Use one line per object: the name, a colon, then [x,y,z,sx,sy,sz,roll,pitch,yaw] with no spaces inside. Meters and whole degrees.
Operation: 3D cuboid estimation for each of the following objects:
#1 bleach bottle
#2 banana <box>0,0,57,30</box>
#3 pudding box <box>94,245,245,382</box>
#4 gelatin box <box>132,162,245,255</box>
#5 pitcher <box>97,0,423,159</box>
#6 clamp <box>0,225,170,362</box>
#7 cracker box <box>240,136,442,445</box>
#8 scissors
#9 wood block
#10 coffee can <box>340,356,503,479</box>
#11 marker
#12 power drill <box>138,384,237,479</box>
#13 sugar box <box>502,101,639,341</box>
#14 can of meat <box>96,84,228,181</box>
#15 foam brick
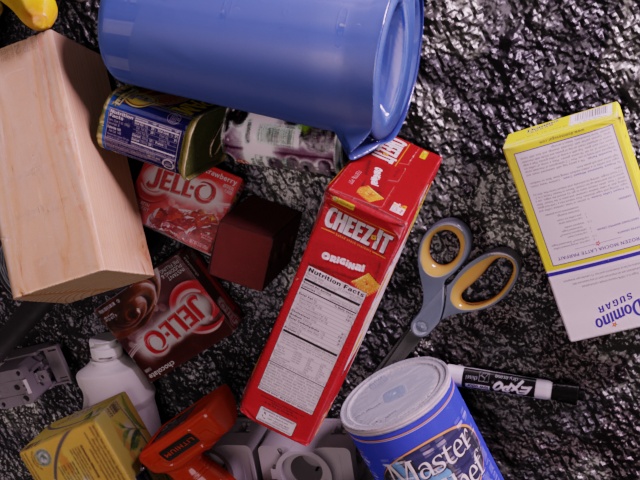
bleach bottle: [-0.204,0.213,1.068,0.103,0.068,0.251,-1,108,17]
banana: [-0.278,-0.221,0.907,0.198,0.069,0.037,31,124,25]
pudding box: [-0.141,0.069,1.003,0.114,0.039,0.090,-32,99,26]
gelatin box: [-0.121,-0.037,0.944,0.089,0.030,0.073,24,86,7]
pitcher: [-0.044,-0.170,0.840,0.243,0.149,0.145,12,129,17]
clamp: [-0.240,0.003,0.976,0.210,0.036,0.164,-22,88,-1]
cracker box: [0.016,0.034,0.870,0.072,0.164,0.214,25,116,5]
scissors: [0.083,0.055,0.939,0.202,0.016,0.096,-36,95,26]
wood block: [-0.221,-0.059,0.904,0.090,0.090,0.206,-17,80,15]
coffee can: [0.093,0.187,0.931,0.103,0.102,0.140,-20,109,23]
marker: [0.170,0.127,0.936,0.121,0.020,0.020,7,112,15]
power drill: [-0.057,0.224,0.957,0.185,0.057,0.187,-35,97,26]
sugar box: [0.218,-0.012,0.853,0.093,0.048,0.176,-15,109,22]
can of meat: [-0.128,-0.097,0.901,0.084,0.102,0.057,19,113,13]
foam brick: [-0.056,0.001,0.928,0.051,0.078,0.053,20,115,11]
